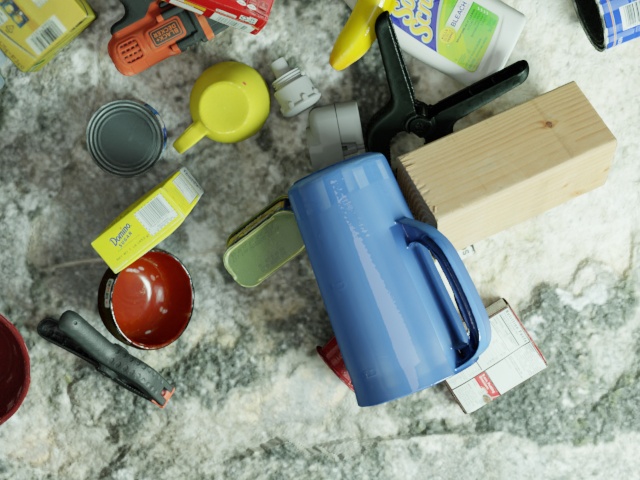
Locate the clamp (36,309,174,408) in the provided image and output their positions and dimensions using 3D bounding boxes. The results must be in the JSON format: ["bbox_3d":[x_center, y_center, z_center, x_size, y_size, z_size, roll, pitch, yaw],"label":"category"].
[{"bbox_3d":[-0.236,0.130,1.191,0.171,0.120,0.039,31,74,-10],"label":"clamp"}]

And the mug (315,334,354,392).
[{"bbox_3d":[0.063,0.131,1.201,0.081,0.093,0.117,-46,115,4],"label":"mug"}]

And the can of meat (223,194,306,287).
[{"bbox_3d":[-0.058,0.001,1.173,0.102,0.084,0.057,-37,99,7],"label":"can of meat"}]

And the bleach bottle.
[{"bbox_3d":[0.085,-0.251,1.134,0.251,0.068,0.103,26,101,-2],"label":"bleach bottle"}]

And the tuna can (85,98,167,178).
[{"bbox_3d":[-0.213,-0.113,1.175,0.086,0.034,0.086,0,101,0],"label":"tuna can"}]

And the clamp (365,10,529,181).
[{"bbox_3d":[0.116,-0.131,1.126,0.164,0.036,0.210,14,128,-2],"label":"clamp"}]

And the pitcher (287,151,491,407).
[{"bbox_3d":[0.065,0.035,1.082,0.149,0.145,0.243,-22,89,0],"label":"pitcher"}]

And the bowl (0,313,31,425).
[{"bbox_3d":[-0.403,0.137,1.215,0.162,0.055,0.162,0,102,0],"label":"bowl"}]

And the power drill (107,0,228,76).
[{"bbox_3d":[-0.171,-0.291,1.127,0.184,0.057,0.187,-28,99,-1],"label":"power drill"}]

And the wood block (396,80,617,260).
[{"bbox_3d":[0.192,-0.073,1.117,0.206,0.090,0.091,-24,63,-8],"label":"wood block"}]

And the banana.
[{"bbox_3d":[0.050,-0.270,1.085,0.070,0.037,0.198,10,102,22],"label":"banana"}]

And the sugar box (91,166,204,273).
[{"bbox_3d":[-0.178,-0.027,1.120,0.093,0.176,0.048,-37,101,6],"label":"sugar box"}]

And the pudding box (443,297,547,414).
[{"bbox_3d":[0.189,0.133,1.223,0.113,0.039,0.090,-33,99,4],"label":"pudding box"}]
